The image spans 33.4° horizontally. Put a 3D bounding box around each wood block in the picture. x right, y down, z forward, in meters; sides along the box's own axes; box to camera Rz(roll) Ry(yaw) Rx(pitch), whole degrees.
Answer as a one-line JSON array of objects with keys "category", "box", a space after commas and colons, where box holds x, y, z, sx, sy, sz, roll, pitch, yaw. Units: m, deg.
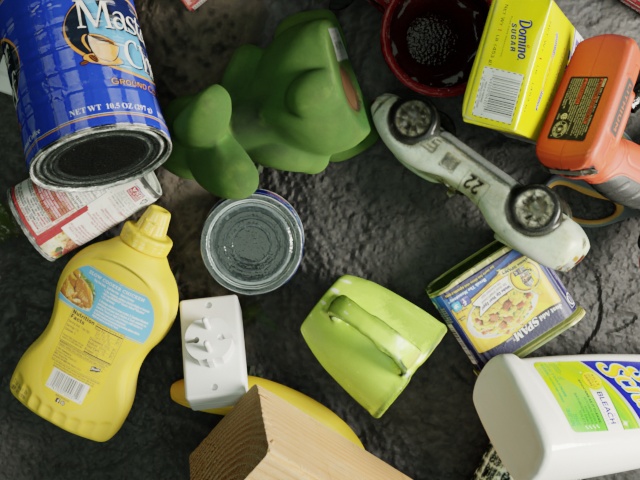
[{"category": "wood block", "box": [0.006, 0.214, 0.837, 0.206, 0.091, 0.090, 35, 106, -23]}]

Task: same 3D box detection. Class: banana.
[{"category": "banana", "box": [-0.029, 0.158, 0.891, 0.197, 0.037, 0.069, 35, 95, -5]}]

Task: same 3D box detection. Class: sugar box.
[{"category": "sugar box", "box": [0.154, -0.121, 0.787, 0.048, 0.176, 0.093, 19, 98, 22]}]

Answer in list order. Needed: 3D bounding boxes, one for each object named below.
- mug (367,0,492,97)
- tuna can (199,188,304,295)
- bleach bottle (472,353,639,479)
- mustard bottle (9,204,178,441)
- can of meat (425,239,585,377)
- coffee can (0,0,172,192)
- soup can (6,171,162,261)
[{"category": "mug", "box": [0.079, -0.164, 0.827, 0.117, 0.081, 0.093, 31, 96, -5]}, {"category": "tuna can", "box": [-0.056, 0.001, 0.871, 0.086, 0.034, 0.086, 0, 98, -1]}, {"category": "bleach bottle", "box": [0.253, 0.129, 0.853, 0.250, 0.102, 0.068, -4, 139, -25]}, {"category": "mustard bottle", "box": [-0.169, 0.059, 0.856, 0.096, 0.058, 0.192, 29, 102, 5]}, {"category": "can of meat", "box": [0.148, 0.050, 0.871, 0.102, 0.057, 0.084, -33, 95, 3]}, {"category": "coffee can", "box": [-0.174, -0.119, 0.774, 0.103, 0.103, 0.140, -17, 73, 1]}, {"category": "soup can", "box": [-0.186, -0.038, 0.846, 0.102, 0.068, 0.068, -30, 97, 2]}]
